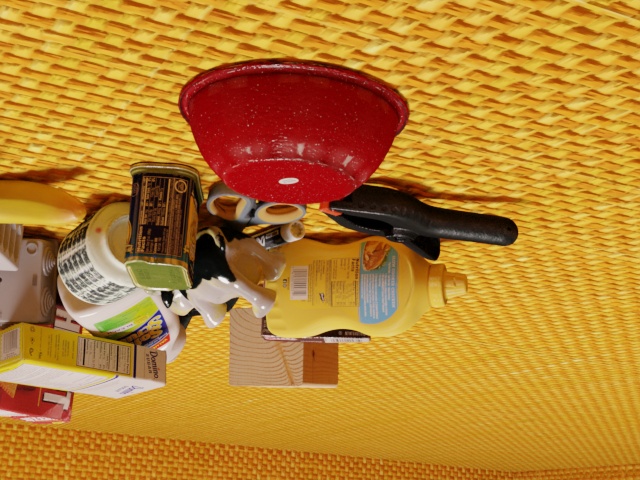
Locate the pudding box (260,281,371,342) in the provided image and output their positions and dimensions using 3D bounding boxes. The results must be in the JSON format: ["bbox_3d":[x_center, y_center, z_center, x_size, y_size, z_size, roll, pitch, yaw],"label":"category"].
[{"bbox_3d":[-0.003,0.059,1.095,0.113,0.090,0.039,2,165,3],"label":"pudding box"}]

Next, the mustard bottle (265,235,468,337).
[{"bbox_3d":[0.045,0.044,1.023,0.192,0.096,0.058,-2,165,16],"label":"mustard bottle"}]

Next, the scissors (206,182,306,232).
[{"bbox_3d":[-0.061,-0.015,0.985,0.096,0.016,0.202,3,164,0],"label":"scissors"}]

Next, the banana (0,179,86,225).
[{"bbox_3d":[-0.291,-0.027,0.912,0.198,0.069,0.037,-4,119,4],"label":"banana"}]

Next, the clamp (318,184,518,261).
[{"bbox_3d":[0.081,-0.018,0.908,0.171,0.039,0.120,16,158,-38],"label":"clamp"}]

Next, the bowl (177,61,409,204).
[{"bbox_3d":[-0.020,-0.065,0.738,0.162,0.055,0.162,3,163,1],"label":"bowl"}]

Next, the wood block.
[{"bbox_3d":[-0.040,0.135,1.310,0.090,0.091,0.206,-1,171,12],"label":"wood block"}]

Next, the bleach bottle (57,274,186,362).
[{"bbox_3d":[-0.195,0.083,1.167,0.102,0.068,0.251,-26,156,-1],"label":"bleach bottle"}]

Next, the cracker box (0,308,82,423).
[{"bbox_3d":[-0.364,0.114,1.219,0.072,0.164,0.213,-3,163,27],"label":"cracker box"}]

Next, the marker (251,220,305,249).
[{"bbox_3d":[-0.057,0.001,1.034,0.020,0.020,0.121,14,161,-33],"label":"marker"}]

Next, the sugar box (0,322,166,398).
[{"bbox_3d":[-0.257,0.127,1.109,0.094,0.048,0.175,-19,156,40],"label":"sugar box"}]

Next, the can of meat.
[{"bbox_3d":[-0.132,-0.008,0.899,0.057,0.084,0.102,3,164,-2],"label":"can of meat"}]
